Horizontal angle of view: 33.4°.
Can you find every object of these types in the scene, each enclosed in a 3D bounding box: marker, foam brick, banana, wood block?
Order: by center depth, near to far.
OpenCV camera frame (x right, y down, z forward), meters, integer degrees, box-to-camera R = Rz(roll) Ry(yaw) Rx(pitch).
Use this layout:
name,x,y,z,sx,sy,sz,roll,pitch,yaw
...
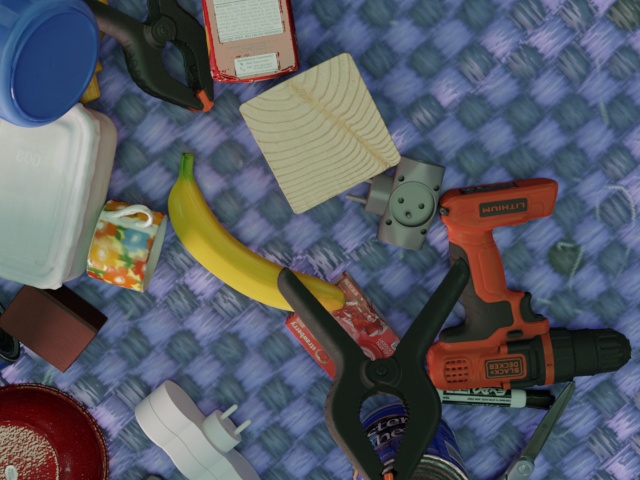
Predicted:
name,x,y,z,sx,sy,sz,roll,pitch,yaw
wood block,0.001,-0.092,0.860,0.090,0.206,0.091,-27,98,4
banana,-0.069,0.011,0.951,0.198,0.037,0.070,41,120,2
foam brick,-0.241,0.073,0.966,0.078,0.053,0.051,37,97,-4
marker,0.158,0.145,0.993,0.121,0.020,0.020,3,99,0

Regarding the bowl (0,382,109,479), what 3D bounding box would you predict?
name,x,y,z,sx,sy,sz,roll,pitch,yaw
bowl,-0.275,0.209,0.963,0.162,0.055,0.162,0,81,-2

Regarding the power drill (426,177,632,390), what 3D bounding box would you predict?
name,x,y,z,sx,sy,sz,roll,pitch,yaw
power drill,0.182,0.041,0.956,0.184,0.057,0.188,-6,99,1

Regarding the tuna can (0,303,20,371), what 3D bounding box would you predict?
name,x,y,z,sx,sy,sz,roll,pitch,yaw
tuna can,-0.305,0.080,0.951,0.034,0.086,0.086,-30,98,3

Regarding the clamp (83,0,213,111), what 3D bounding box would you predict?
name,x,y,z,sx,sy,sz,roll,pitch,yaw
clamp,-0.139,-0.190,0.913,0.120,0.039,0.171,-48,123,-12

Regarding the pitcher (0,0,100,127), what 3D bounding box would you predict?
name,x,y,z,sx,sy,sz,roll,pitch,yaw
pitcher,-0.296,-0.174,0.848,0.243,0.149,0.145,28,91,22

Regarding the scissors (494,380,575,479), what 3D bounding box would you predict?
name,x,y,z,sx,sy,sz,roll,pitch,yaw
scissors,0.198,0.224,0.991,0.096,0.016,0.202,38,108,-12

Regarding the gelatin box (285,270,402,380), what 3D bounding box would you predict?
name,x,y,z,sx,sy,sz,roll,pitch,yaw
gelatin box,0.023,0.085,0.978,0.073,0.030,0.089,-39,97,6

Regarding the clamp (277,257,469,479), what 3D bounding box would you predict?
name,x,y,z,sx,sy,sz,roll,pitch,yaw
clamp,0.059,0.106,0.880,0.164,0.036,0.210,-10,65,-1

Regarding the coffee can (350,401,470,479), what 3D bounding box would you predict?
name,x,y,z,sx,sy,sz,roll,pitch,yaw
coffee can,0.079,0.212,0.942,0.103,0.140,0.103,0,99,0

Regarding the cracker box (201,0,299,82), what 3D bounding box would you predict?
name,x,y,z,sx,sy,sz,roll,pitch,yaw
cracker box,-0.068,-0.235,0.859,0.072,0.164,0.214,-10,99,-1
